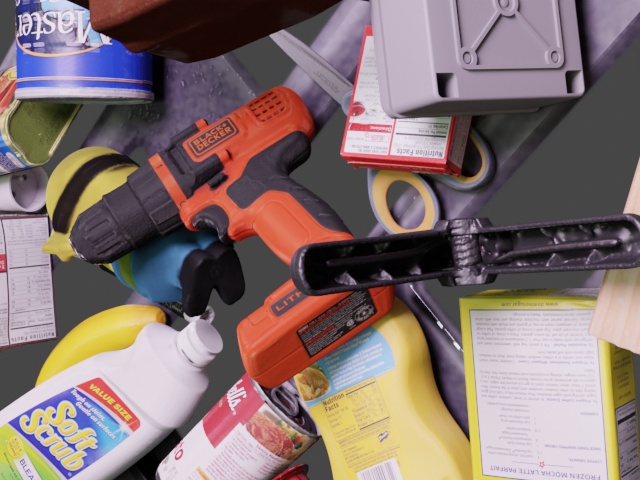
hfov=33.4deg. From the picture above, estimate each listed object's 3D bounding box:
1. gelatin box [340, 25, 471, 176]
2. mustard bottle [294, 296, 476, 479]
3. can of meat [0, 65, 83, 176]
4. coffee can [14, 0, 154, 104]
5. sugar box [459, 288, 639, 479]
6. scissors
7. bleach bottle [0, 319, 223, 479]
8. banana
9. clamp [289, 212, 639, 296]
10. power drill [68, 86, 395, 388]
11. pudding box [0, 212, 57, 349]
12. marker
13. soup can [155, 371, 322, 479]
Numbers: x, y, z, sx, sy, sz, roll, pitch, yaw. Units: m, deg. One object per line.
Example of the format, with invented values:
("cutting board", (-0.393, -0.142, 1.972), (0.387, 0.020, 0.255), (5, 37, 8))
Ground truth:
("gelatin box", (0.057, -0.086, 0.659), (0.073, 0.030, 0.089), (7, 82, 30))
("mustard bottle", (0.030, 0.090, 0.691), (0.096, 0.058, 0.192), (-31, 75, 37))
("can of meat", (-0.249, -0.098, 0.866), (0.084, 0.057, 0.102), (-7, 47, 35))
("coffee can", (-0.177, -0.174, 0.799), (0.103, 0.102, 0.140), (4, 95, 37))
("sugar box", (0.136, 0.117, 0.623), (0.094, 0.048, 0.176), (-2, 96, 37))
("scissors", (0.024, -0.069, 0.708), (0.202, 0.016, 0.096), (29, 105, 31))
("bleach bottle", (-0.175, 0.132, 0.821), (0.251, 0.068, 0.102), (-38, 77, 24))
("banana", (-0.192, 0.109, 0.877), (0.069, 0.037, 0.198), (37, 118, 5))
("clamp", (0.087, 0.005, 0.567), (0.165, 0.209, 0.036), (-4, 90, 14))
("power drill", (-0.054, 0.001, 0.680), (0.184, 0.057, 0.188), (-34, 55, -4))
("pudding box", (-0.268, 0.034, 0.892), (0.039, 0.089, 0.113), (-1, 92, 35))
("marker", (-0.131, 0.036, 0.832), (0.121, 0.020, 0.020), (26, 109, 33))
("soup can", (-0.056, 0.145, 0.736), (0.102, 0.068, 0.068), (-47, 65, 9))
